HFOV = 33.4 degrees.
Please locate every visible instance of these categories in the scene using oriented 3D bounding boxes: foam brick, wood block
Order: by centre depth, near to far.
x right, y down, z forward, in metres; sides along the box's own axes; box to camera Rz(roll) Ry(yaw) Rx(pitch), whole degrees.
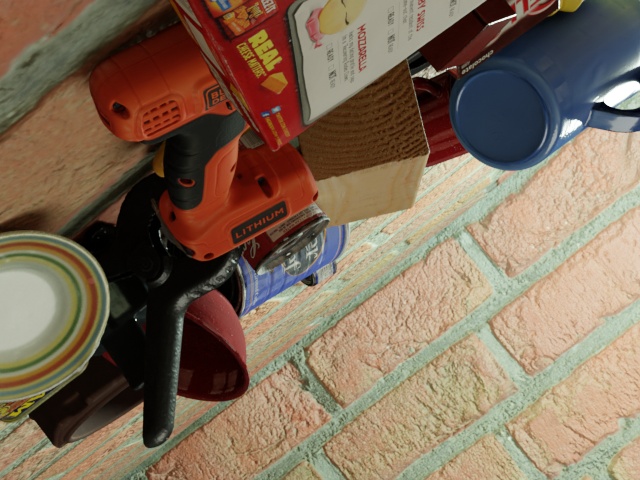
[{"bbox_3d":[0.085,-0.163,0.735,0.051,0.078,0.052,-45,169,37],"label":"foam brick"},{"bbox_3d":[0.028,-0.077,0.850,0.090,0.091,0.206,-14,172,0],"label":"wood block"}]

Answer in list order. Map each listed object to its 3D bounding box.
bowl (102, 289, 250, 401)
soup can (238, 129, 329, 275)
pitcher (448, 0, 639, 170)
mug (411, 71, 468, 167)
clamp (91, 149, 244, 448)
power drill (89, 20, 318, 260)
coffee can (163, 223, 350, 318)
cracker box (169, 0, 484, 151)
[{"bbox_3d":[-0.124,0.070,0.899,0.162,0.162,0.055,-50,-167,56],"label":"bowl"},{"bbox_3d":[-0.050,-0.035,0.793,0.068,0.102,0.068,-36,172,-6],"label":"soup can"},{"bbox_3d":[0.232,-0.152,1.020,0.149,0.145,0.242,-15,-165,41],"label":"pitcher"},{"bbox_3d":[0.113,-0.124,1.045,0.082,0.093,0.117,-20,149,39],"label":"mug"},{"bbox_3d":[-0.112,0.028,0.749,0.210,0.164,0.036,-46,169,5],"label":"clamp"},{"bbox_3d":[-0.039,-0.077,0.633,0.184,0.057,0.188,-27,153,-16],"label":"power drill"},{"bbox_3d":[-0.056,0.001,0.968,0.140,0.103,0.103,-30,169,-40],"label":"coffee can"},{"bbox_3d":[0.028,-0.155,0.458,0.213,0.072,0.164,-37,156,-3],"label":"cracker box"}]
